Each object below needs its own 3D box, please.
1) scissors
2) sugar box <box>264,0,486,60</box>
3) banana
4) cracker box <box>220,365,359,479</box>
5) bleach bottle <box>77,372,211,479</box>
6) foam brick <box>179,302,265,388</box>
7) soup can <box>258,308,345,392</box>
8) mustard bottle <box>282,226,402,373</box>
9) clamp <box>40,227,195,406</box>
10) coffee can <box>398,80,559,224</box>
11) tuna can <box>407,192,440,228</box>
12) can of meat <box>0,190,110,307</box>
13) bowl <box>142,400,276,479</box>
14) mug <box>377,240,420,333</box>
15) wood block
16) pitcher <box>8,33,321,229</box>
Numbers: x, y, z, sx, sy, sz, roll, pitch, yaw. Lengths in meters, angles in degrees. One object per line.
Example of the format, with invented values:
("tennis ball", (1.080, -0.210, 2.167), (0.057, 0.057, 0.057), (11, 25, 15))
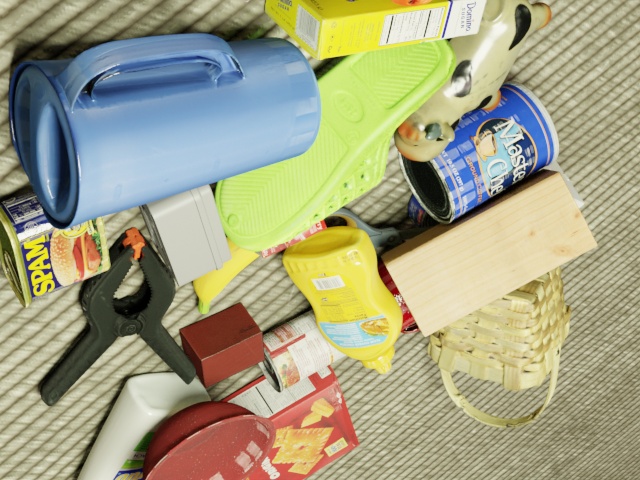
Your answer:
("scissors", (0.068, -0.016, 1.184), (0.201, 0.016, 0.096), (-20, 132, -6))
("sugar box", (0.050, -0.210, 0.944), (0.175, 0.093, 0.048), (-18, 137, -28))
("banana", (-0.064, 0.000, 1.109), (0.198, 0.037, 0.069), (-38, 164, 0))
("cracker box", (-0.066, 0.248, 1.322), (0.213, 0.072, 0.164), (-30, 141, -12))
("bleach bottle", (-0.221, 0.261, 1.215), (0.102, 0.068, 0.251), (4, 127, -42))
("foam brick", (-0.107, 0.115, 1.170), (0.078, 0.053, 0.051), (-23, 139, -20))
("soup can", (-0.020, 0.123, 1.239), (0.102, 0.069, 0.068), (-28, 141, -17))
("mustard bottle", (0.037, 0.074, 1.168), (0.096, 0.058, 0.191), (-10, 125, 25))
("clamp", (-0.187, 0.081, 1.077), (0.164, 0.036, 0.210), (0, 126, -30))
("coffee can", (0.170, -0.095, 1.150), (0.140, 0.103, 0.103), (-30, 141, -13))
("tuna can", (0.144, -0.043, 1.238), (0.086, 0.034, 0.086), (-23, 139, -21))
("can of meat", (-0.238, -0.001, 0.943), (0.083, 0.057, 0.102), (-24, 140, -25))
("bowl", (-0.129, 0.222, 1.143), (0.162, 0.055, 0.162), (-24, 145, -19))
("mug", (0.096, 0.067, 1.260), (0.081, 0.093, 0.117), (-34, 131, 0))
("wood block", (0.178, 0.011, 1.155), (0.206, 0.090, 0.091), (-28, -175, 3))
("pitcher", (-0.119, -0.105, 0.877), (0.242, 0.149, 0.145), (-17, 111, -32))
